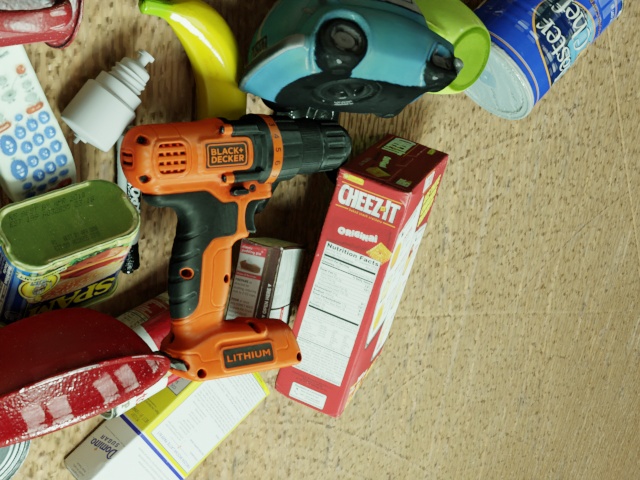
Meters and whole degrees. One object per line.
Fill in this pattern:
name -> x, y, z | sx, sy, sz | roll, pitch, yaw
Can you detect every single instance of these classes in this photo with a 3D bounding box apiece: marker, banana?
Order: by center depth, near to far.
banana -> -0.087, -0.104, 0.794 | 0.069, 0.037, 0.198 | -20, 131, -14
marker -> -0.143, -0.027, 0.797 | 0.020, 0.020, 0.121 | -21, 131, -38

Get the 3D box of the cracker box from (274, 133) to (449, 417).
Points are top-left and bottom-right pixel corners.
cracker box -> 0.036, 0.025, 0.948 | 0.164, 0.072, 0.214 | -42, 151, -67

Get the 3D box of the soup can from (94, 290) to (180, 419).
soup can -> -0.140, 0.088, 0.846 | 0.102, 0.069, 0.068 | -30, 135, -30

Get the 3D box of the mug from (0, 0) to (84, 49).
mug -> -0.183, -0.142, 0.592 | 0.081, 0.117, 0.093 | -16, 134, -35

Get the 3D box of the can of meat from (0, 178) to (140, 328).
can of meat -> -0.179, 0.009, 0.727 | 0.101, 0.057, 0.084 | -23, 159, -36

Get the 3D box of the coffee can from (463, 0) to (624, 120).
coffee can -> 0.195, -0.195, 0.981 | 0.140, 0.103, 0.102 | -46, 142, -14

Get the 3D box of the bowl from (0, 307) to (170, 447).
bowl -> -0.186, 0.089, 0.725 | 0.162, 0.055, 0.162 | -21, 164, -7

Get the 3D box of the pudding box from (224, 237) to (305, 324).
pudding box -> -0.046, 0.044, 0.888 | 0.113, 0.039, 0.090 | -1, 102, -83

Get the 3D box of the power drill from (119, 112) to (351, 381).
power drill -> -0.055, 0.001, 0.784 | 0.184, 0.057, 0.188 | -7, 99, -31

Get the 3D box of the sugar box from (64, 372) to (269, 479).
sugar box -> -0.130, 0.161, 0.930 | 0.176, 0.048, 0.093 | -41, 139, -14
